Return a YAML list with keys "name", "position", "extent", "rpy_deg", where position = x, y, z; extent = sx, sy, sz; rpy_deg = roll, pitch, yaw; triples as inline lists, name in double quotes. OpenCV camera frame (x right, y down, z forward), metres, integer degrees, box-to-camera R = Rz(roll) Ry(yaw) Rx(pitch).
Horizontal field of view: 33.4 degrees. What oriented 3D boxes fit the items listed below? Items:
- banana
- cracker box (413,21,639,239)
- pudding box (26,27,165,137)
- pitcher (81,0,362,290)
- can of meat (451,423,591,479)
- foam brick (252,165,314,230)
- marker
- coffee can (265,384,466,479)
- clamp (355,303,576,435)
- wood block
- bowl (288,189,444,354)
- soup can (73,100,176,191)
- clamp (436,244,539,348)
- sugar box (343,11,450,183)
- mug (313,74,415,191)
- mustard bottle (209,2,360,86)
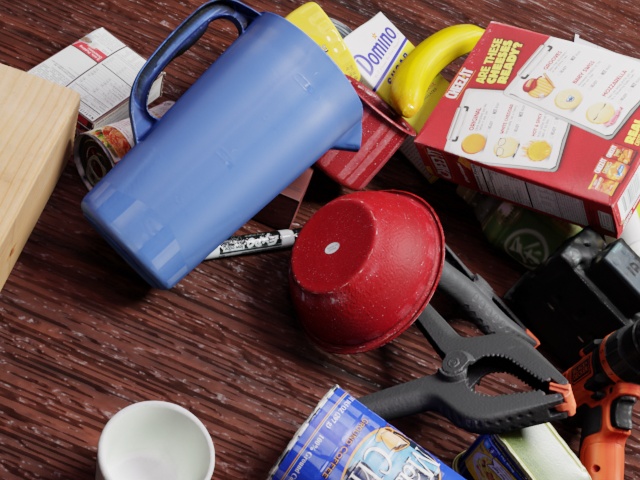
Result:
- name: "banana"
  position: [0.118, -0.183, 1.107]
  extent: [0.070, 0.037, 0.197]
  rpy_deg: [3, 36, 44]
- name: "cracker box"
  position: [0.226, -0.110, 1.038]
  extent: [0.214, 0.072, 0.164]
  rpy_deg: [22, 69, 32]
- name: "pudding box"
  position: [-0.223, -0.154, 1.058]
  extent: [0.090, 0.039, 0.113]
  rpy_deg: [37, 52, 10]
- name: "pitcher"
  position: [-0.095, -0.082, 0.933]
  extent: [0.242, 0.145, 0.149]
  rpy_deg: [-45, 57, -10]
- name: "can of meat"
  position: [0.169, 0.197, 0.891]
  extent: [0.057, 0.084, 0.102]
  rpy_deg: [-22, 63, -33]
- name: "foam brick"
  position: [-0.053, -0.053, 1.031]
  extent: [0.078, 0.051, 0.053]
  rpy_deg: [23, 50, -1]
- name: "marker"
  position: [-0.057, 0.001, 1.007]
  extent: [0.120, 0.020, 0.020]
  rpy_deg: [-8, 56, -25]
- name: "coffee can"
  position: [0.039, 0.195, 0.833]
  extent: [0.140, 0.103, 0.102]
  rpy_deg: [35, 49, 9]
- name: "clamp"
  position: [0.106, 0.120, 0.891]
  extent: [0.210, 0.036, 0.164]
  rpy_deg: [15, 56, 38]
- name: "wood block"
  position: [-0.286, -0.046, 0.913]
  extent: [0.090, 0.091, 0.206]
  rpy_deg: [19, 49, -5]
- name: "bowl"
  position: [0.026, 0.016, 0.934]
  extent: [0.055, 0.162, 0.162]
  rpy_deg: [36, 35, -43]
- name: "soup can"
  position: [-0.171, -0.085, 1.002]
  extent: [0.102, 0.069, 0.068]
  rpy_deg: [-29, 67, -36]
- name: "clamp"
  position: [0.137, 0.044, 1.007]
  extent: [0.171, 0.039, 0.120]
  rpy_deg: [44, 19, -21]
- name: "sugar box"
  position: [0.092, -0.155, 1.145]
  extent: [0.176, 0.048, 0.093]
  rpy_deg: [47, 51, -1]
- name: "mug"
  position: [0.023, -0.110, 1.044]
  extent: [0.117, 0.081, 0.093]
  rpy_deg: [37, 15, -12]
- name: "mustard bottle"
  position: [-0.062, -0.149, 1.067]
  extent: [0.191, 0.058, 0.096]
  rpy_deg: [-35, 102, -8]
